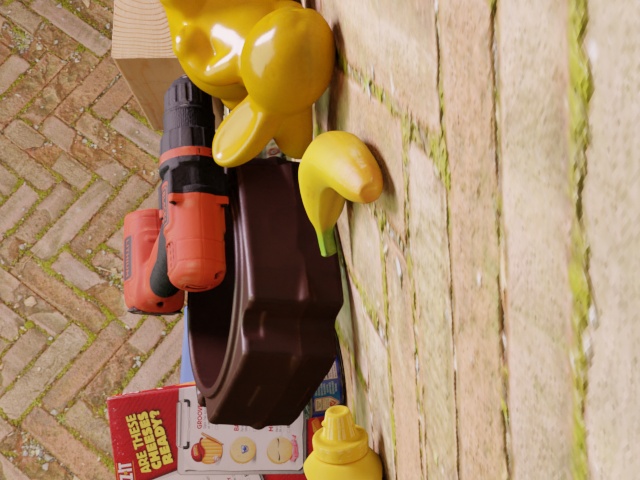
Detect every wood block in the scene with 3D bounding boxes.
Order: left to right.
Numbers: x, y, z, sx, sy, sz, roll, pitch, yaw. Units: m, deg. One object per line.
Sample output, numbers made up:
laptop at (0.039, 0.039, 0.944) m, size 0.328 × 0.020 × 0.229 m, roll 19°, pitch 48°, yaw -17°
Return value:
wood block at (-0.164, -0.202, 1.195) m, size 0.206 × 0.090 × 0.091 m, roll 80°, pitch -169°, yaw -75°

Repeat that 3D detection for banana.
banana at (0.013, -0.040, 0.719) m, size 0.069 × 0.037 × 0.198 m, roll 64°, pitch 171°, yaw 7°

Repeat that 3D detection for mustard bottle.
mustard bottle at (0.021, 0.213, 0.802) m, size 0.096 × 0.058 × 0.192 m, roll -112°, pitch 17°, yaw -71°

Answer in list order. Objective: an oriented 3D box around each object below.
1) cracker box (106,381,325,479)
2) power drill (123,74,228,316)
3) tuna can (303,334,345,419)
cracker box at (-0.093, 0.218, 1.054) m, size 0.072 × 0.213 × 0.164 m, roll 137°, pitch 125°, yaw -81°
power drill at (-0.128, -0.025, 0.919) m, size 0.188 × 0.057 × 0.184 m, roll 132°, pitch 139°, yaw -61°
tuna can at (-0.002, 0.116, 0.963) m, size 0.086 × 0.033 × 0.086 m, roll 173°, pitch 90°, yaw -82°
